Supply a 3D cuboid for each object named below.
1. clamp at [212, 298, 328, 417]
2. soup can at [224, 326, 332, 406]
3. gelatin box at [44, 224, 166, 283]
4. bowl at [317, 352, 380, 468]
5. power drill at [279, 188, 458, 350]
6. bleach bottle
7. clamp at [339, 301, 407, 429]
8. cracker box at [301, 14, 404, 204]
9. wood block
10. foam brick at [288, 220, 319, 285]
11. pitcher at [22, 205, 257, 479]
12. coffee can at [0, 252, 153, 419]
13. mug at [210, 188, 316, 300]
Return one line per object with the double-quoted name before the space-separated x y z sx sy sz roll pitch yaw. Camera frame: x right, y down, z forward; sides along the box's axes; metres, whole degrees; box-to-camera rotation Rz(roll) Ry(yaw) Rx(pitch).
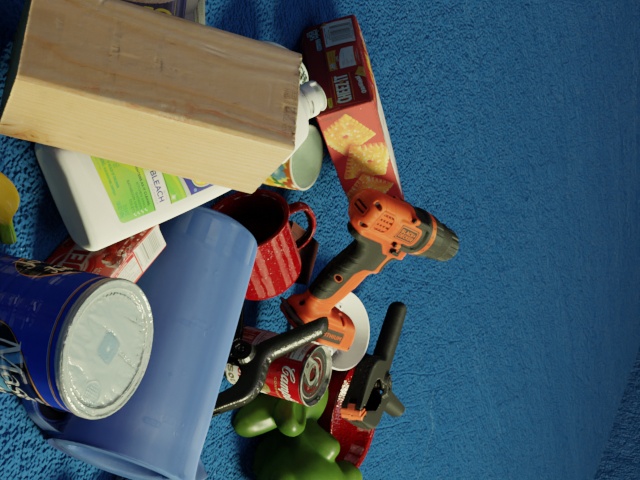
"clamp" -0.087 0.109 1.123 0.171 0.120 0.039 -44 156 -21
"soup can" -0.048 0.137 1.174 0.068 0.102 0.068 -33 129 -54
"gelatin box" -0.186 0.016 0.899 0.089 0.073 0.030 -55 143 -38
"bowl" 0.023 0.222 1.388 0.162 0.055 0.162 8 90 -66
"power drill" 0.056 0.036 1.202 0.184 0.057 0.188 23 110 -47
"bleach bottle" -0.105 -0.085 0.902 0.250 0.068 0.102 -28 110 -26
"clamp" 0.074 0.192 1.376 0.209 0.036 0.164 -46 136 -60
"cracker box" 0.042 -0.123 1.226 0.213 0.072 0.164 69 8 -45
"wood block" -0.128 -0.113 0.808 0.205 0.091 0.090 13 66 -21
"foam brick" -0.044 0.011 1.196 0.078 0.051 0.053 43 61 -59
"pitcher" -0.149 0.088 0.953 0.149 0.145 0.242 69 35 -64
"coffee can" -0.211 0.067 0.793 0.102 0.140 0.103 -31 125 -56
"mug" -0.057 0.001 1.104 0.117 0.093 0.081 -30 134 -12
